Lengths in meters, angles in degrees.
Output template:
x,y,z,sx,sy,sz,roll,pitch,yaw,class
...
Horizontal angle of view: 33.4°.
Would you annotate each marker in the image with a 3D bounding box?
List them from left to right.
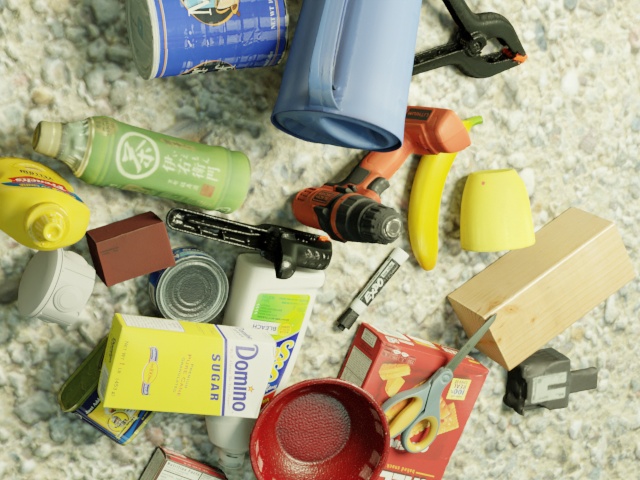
x,y,z,sx,sy,sz,roll,pitch,yaw,class
0.062,0.060,1.281,0.020,0.020,0.121,40,87,-28,marker

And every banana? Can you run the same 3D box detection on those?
x,y,z,sx,sy,sz,roll,pitch,yaw,class
0.139,-0.060,1.268,0.069,0.037,0.198,15,99,-26,banana

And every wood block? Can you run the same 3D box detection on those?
x,y,z,sx,sy,sz,roll,pitch,yaw,class
0.278,0.058,1.336,0.206,0.091,0.090,-35,117,-11,wood block

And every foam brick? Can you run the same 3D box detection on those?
x,y,z,sx,sy,sz,roll,pitch,yaw,class
-0.202,0.008,1.131,0.078,0.051,0.053,-18,111,-18,foam brick

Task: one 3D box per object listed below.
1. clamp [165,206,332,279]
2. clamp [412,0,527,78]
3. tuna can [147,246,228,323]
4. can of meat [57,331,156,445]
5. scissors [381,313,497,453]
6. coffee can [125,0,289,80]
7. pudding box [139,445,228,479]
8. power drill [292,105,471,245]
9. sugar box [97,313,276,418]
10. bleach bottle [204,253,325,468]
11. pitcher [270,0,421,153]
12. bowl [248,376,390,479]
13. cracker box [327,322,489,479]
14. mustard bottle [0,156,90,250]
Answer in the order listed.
x,y,z,sx,sy,sz,roll,pitch,yaw,class
-0.058,0.001,1.158,0.209,0.165,0.036,0,111,-65,clamp
0.161,-0.222,1.224,0.171,0.039,0.120,19,116,-35,clamp
-0.146,0.052,1.179,0.086,0.034,0.086,-7,108,-22,tuna can
-0.221,0.163,1.168,0.102,0.057,0.083,-49,120,-3,can of meat
0.149,0.179,1.270,0.201,0.016,0.096,-37,120,-5,scissors
-0.115,-0.220,1.071,0.140,0.103,0.103,-10,109,-21,coffee can
-0.173,0.306,1.244,0.090,0.039,0.113,28,91,-28,pudding box
0.075,-0.070,1.166,0.187,0.185,0.057,-41,118,-18,power drill
-0.140,0.135,1.132,0.176,0.048,0.093,9,106,-24,sugar box
-0.072,0.144,1.226,0.102,0.068,0.251,6,106,-26,bleach bottle
0.036,-0.218,1.056,0.144,0.149,0.243,16,81,-29,pitcher
-0.004,0.225,1.221,0.162,0.055,0.162,-2,103,-8,bowl
0.091,0.225,1.316,0.164,0.072,0.214,18,98,-27,cracker box
-0.270,-0.032,1.009,0.096,0.192,0.058,15,99,-27,mustard bottle
